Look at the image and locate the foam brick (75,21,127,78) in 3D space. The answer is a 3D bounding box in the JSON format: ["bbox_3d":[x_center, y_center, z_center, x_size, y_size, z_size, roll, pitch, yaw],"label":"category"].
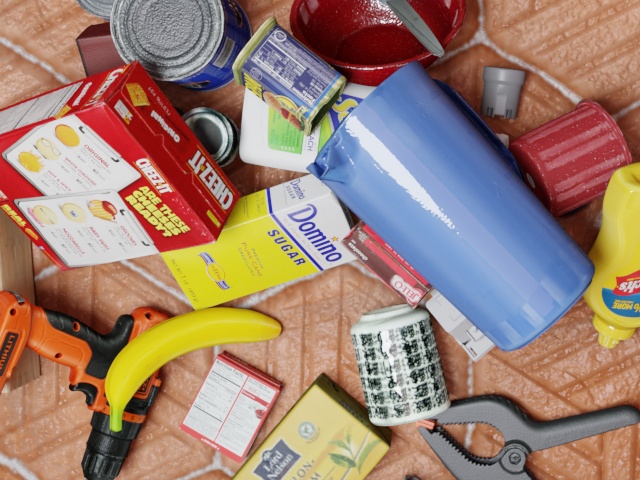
[{"bbox_3d":[-0.197,-0.170,1.037,0.051,0.053,0.078,-7,118,8],"label":"foam brick"}]

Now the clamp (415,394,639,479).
[{"bbox_3d":[0.191,0.218,1.037,0.210,0.036,0.164,13,95,8],"label":"clamp"}]

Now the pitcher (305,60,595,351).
[{"bbox_3d":[0.120,-0.031,0.916,0.149,0.145,0.243,-44,87,2],"label":"pitcher"}]

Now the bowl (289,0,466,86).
[{"bbox_3d":[0.054,-0.194,0.992,0.162,0.055,0.162,-4,49,4],"label":"bowl"}]

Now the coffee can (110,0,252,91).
[{"bbox_3d":[-0.125,-0.194,0.994,0.103,0.140,0.103,1,94,7],"label":"coffee can"}]

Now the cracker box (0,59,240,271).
[{"bbox_3d":[-0.204,-0.061,0.970,0.214,0.072,0.164,-11,129,36],"label":"cracker box"}]

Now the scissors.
[{"bbox_3d":[0.041,-0.224,0.973,0.096,0.016,0.202,-15,53,1],"label":"scissors"}]

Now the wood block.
[{"bbox_3d":[-0.343,0.044,1.063,0.091,0.090,0.206,-3,93,7],"label":"wood block"}]

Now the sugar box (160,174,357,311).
[{"bbox_3d":[-0.057,0.001,1.026,0.176,0.048,0.093,-17,133,10],"label":"sugar box"}]

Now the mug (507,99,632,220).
[{"bbox_3d":[0.226,-0.063,0.984,0.081,0.117,0.093,-25,51,-8],"label":"mug"}]

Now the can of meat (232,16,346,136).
[{"bbox_3d":[-0.026,-0.142,0.941,0.084,0.102,0.057,38,86,0],"label":"can of meat"}]

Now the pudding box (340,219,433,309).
[{"bbox_3d":[0.074,0.008,0.997,0.090,0.113,0.039,43,112,2],"label":"pudding box"}]

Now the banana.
[{"bbox_3d":[-0.133,0.106,1.033,0.197,0.037,0.069,-29,100,-22],"label":"banana"}]

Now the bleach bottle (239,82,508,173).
[{"bbox_3d":[0.053,-0.108,1.020,0.251,0.068,0.102,7,94,4],"label":"bleach bottle"}]

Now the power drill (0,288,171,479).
[{"bbox_3d":[-0.245,0.136,1.025,0.187,0.057,0.184,22,85,-37],"label":"power drill"}]

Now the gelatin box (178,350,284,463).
[{"bbox_3d":[-0.089,0.167,1.071,0.073,0.030,0.089,28,96,5],"label":"gelatin box"}]
